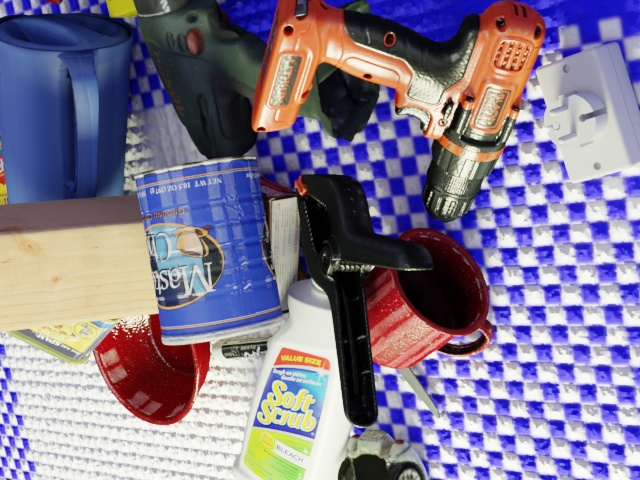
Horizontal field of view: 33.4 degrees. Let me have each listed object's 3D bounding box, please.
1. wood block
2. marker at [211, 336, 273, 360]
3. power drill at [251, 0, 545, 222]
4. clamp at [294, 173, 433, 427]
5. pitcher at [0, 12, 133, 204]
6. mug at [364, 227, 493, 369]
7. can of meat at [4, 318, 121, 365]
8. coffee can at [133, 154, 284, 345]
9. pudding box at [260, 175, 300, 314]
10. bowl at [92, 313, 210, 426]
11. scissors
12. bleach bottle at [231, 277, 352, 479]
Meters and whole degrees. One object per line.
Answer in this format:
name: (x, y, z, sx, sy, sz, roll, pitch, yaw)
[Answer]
wood block: (-0.196, 0.015, 0.954, 0.091, 0.205, 0.090, -141, 49, -60)
marker: (-0.057, 0.101, 1.014, 0.121, 0.020, 0.020, -10, 97, 42)
power drill: (0.048, -0.100, 0.767, 0.187, 0.057, 0.185, 10, 128, -9)
clamp: (0.020, 0.025, 0.807, 0.210, 0.036, 0.165, -120, 36, -52)
pitcher: (-0.247, -0.091, 1.037, 0.145, 0.149, 0.243, 13, 118, 16)
mug: (0.082, 0.056, 0.843, 0.117, 0.093, 0.082, 31, 137, -15)
can of meat: (-0.250, 0.065, 1.043, 0.102, 0.057, 0.084, 30, 131, -20)
coffee can: (-0.091, 0.007, 0.879, 0.103, 0.102, 0.140, -8, 92, 42)
pudding box: (-0.056, 0.001, 0.952, 0.090, 0.039, 0.113, 28, 123, 51)
bowl: (-0.163, 0.103, 1.081, 0.162, 0.055, 0.162, 15, 114, 37)
scissors: (0.046, 0.054, 0.910, 0.202, 0.016, 0.096, 42, 131, 23)
bleach bottle: (-0.015, 0.123, 0.942, 0.103, 0.067, 0.251, 26, 124, 26)
